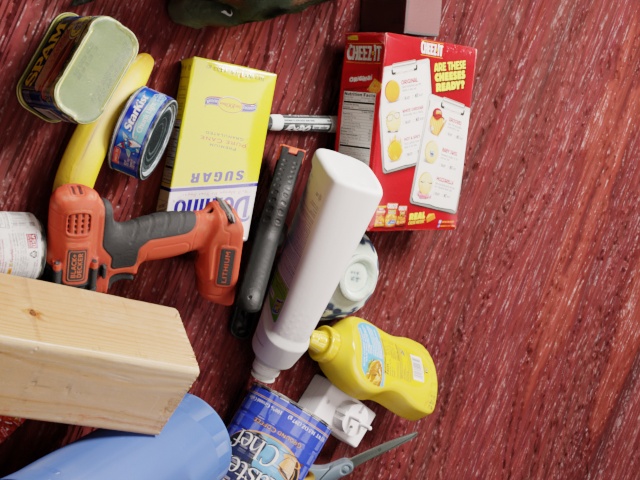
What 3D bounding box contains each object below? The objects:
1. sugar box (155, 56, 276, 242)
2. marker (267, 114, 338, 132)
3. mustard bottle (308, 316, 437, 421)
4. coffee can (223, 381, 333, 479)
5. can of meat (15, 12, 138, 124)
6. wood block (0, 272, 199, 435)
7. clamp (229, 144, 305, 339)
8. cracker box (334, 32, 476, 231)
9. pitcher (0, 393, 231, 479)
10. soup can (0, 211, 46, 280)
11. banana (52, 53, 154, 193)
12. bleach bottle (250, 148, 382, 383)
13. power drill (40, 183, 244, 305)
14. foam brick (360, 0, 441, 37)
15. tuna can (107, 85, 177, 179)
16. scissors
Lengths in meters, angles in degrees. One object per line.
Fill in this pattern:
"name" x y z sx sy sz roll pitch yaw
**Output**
"sugar box" -0.107 -0.090 1.083 0.093 0.048 0.176 8 92 -24
"marker" -0.029 -0.127 1.158 0.120 0.020 0.020 -3 101 -36
"mustard bottle" 0.053 0.140 1.233 0.191 0.058 0.096 27 46 -38
"coffee can" -0.065 0.239 1.154 0.102 0.103 0.140 40 75 -35
"can of meat" -0.220 -0.156 0.970 0.057 0.084 0.102 34 79 -36
"wood block" -0.226 0.101 0.951 0.205 0.091 0.090 16 120 -35
"clamp" -0.057 0.001 1.122 0.036 0.165 0.210 16 67 -4
"cracker box" 0.092 -0.119 1.207 0.163 0.072 0.214 -2 100 -46
"pitcher" -0.183 0.239 1.001 0.242 0.145 0.149 -28 89 -55
"soup can" -0.305 0.007 0.951 0.102 0.069 0.068 0 99 -37
"banana" -0.212 -0.095 1.011 0.037 0.069 0.198 23 86 2
"bleach bottle" -0.017 0.036 1.129 0.068 0.102 0.251 17 110 -18
"power drill" -0.173 0.030 1.022 0.187 0.057 0.184 -4 124 -26
"foam brick" 0.088 -0.253 1.183 0.051 0.078 0.053 -3 102 -38
"tuna can" -0.169 -0.102 1.017 0.034 0.086 0.086 23 84 3
"scissors" 0.020 0.282 1.247 0.201 0.016 0.096 -8 115 -17
